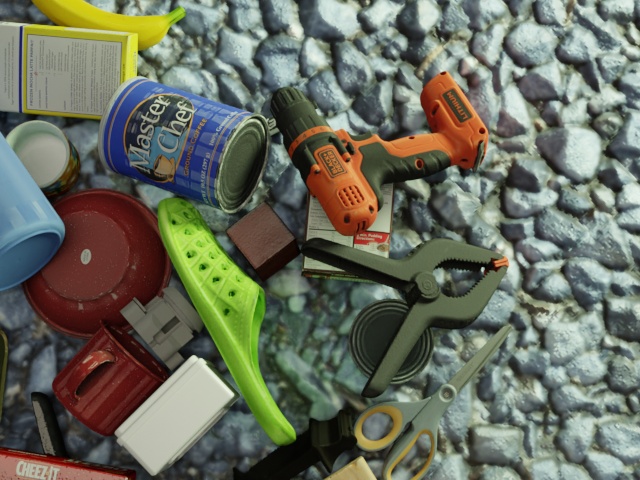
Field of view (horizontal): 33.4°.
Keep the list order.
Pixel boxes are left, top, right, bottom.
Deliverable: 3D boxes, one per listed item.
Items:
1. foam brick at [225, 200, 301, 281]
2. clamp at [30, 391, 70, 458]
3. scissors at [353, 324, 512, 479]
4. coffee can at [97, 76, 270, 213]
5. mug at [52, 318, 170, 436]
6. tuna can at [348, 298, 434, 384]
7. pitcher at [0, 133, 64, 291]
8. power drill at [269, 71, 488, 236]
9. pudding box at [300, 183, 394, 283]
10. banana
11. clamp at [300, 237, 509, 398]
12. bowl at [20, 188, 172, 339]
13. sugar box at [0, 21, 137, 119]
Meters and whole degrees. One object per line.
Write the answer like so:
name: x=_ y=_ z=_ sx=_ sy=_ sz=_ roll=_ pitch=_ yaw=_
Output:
foam brick: x=-0.057 y=0.001 z=1.077 sx=0.051 sy=0.078 sz=0.053 roll=-38 pitch=79 yaw=-5
clamp: x=-0.262 y=0.235 z=1.062 sx=0.171 sy=0.039 sz=0.120 roll=32 pitch=87 yaw=4
scissors: x=0.106 y=0.152 z=1.075 sx=0.096 sy=0.016 sz=0.201 roll=28 pitch=82 yaw=6
coffee can: x=-0.136 y=-0.096 z=1.068 sx=0.140 sy=0.102 sz=0.103 roll=20 pitch=81 yaw=20
mug: x=-0.211 y=0.135 z=1.040 sx=0.093 sy=0.117 sz=0.081 roll=42 pitch=88 yaw=15
tuna can: x=0.071 y=0.103 z=1.076 sx=0.086 sy=0.034 sz=0.086 roll=0 pitch=80 yaw=2
pitcher: x=-0.361 y=-0.063 z=1.043 sx=0.145 sy=0.149 sz=0.243 roll=-42 pitch=76 yaw=8
power drill: x=0.059 y=-0.106 z=1.081 sx=0.187 sy=0.057 sz=0.184 roll=-22 pitch=63 yaw=-13
pudding box: x=0.028 y=-0.016 z=1.097 sx=0.090 sy=0.039 sz=0.113 roll=5 pitch=78 yaw=2
banana: x=-0.248 y=-0.248 z=1.151 sx=0.198 sy=0.037 sz=0.069 roll=20 pitch=63 yaw=4
clamp: x=0.097 y=0.060 z=1.045 sx=0.209 sy=0.036 sz=0.164 roll=-9 pitch=71 yaw=-22
bowl: x=-0.236 y=0.019 z=1.091 sx=0.162 sy=0.055 sz=0.162 roll=0 pitch=80 yaw=1
sugar box: x=-0.284 y=-0.178 z=1.120 sx=0.176 sy=0.048 sz=0.093 roll=7 pitch=105 yaw=5
